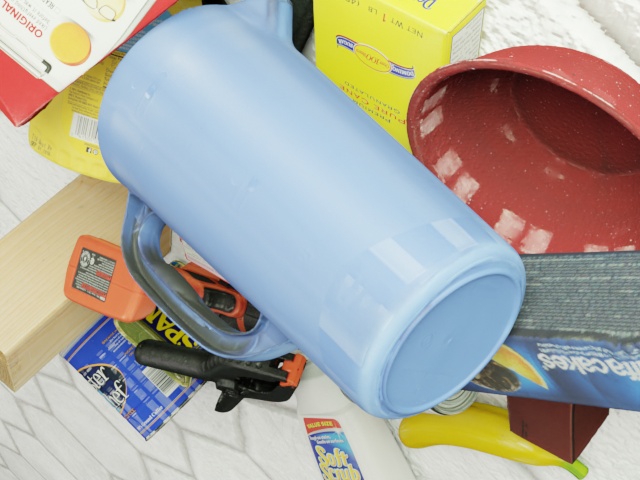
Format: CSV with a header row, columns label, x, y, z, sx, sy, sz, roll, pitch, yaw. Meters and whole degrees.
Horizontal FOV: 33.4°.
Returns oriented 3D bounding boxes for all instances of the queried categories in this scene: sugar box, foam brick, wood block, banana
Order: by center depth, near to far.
label,x,y,z,sx,sy,sz,roll,pitch,yaw
sugar box,0.043,-0.086,0.641,0.093,0.048,0.176,32,148,24
foam brick,0.162,0.102,0.727,0.053,0.051,0.078,26,146,33
banana,0.121,0.159,0.871,0.198,0.037,0.069,2,129,52
wood block,-0.243,0.029,0.998,0.091,0.205,0.090,37,151,14

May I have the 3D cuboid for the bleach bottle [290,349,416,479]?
label,x,y,z,sx,sy,sz,roll,pitch,yaw
bleach bottle,0.022,0.183,1.007,0.103,0.068,0.251,9,133,46

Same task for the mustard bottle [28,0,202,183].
label,x,y,z,sx,sy,sz,roll,pitch,yaw
mustard bottle,-0.127,-0.133,0.688,0.096,0.058,0.192,18,120,-1

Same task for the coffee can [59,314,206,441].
label,x,y,z,sx,sy,sz,roll,pitch,yaw
coffee can,-0.210,0.142,1.213,0.140,0.102,0.103,45,152,-1

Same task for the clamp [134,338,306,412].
label,x,y,z,sx,sy,sz,roll,pitch,yaw
clamp,-0.073,0.124,0.954,0.172,0.039,0.120,-1,153,39

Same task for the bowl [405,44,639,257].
label,x,y,z,sx,sy,sz,roll,pitch,yaw
bowl,0.127,-0.048,0.561,0.162,0.055,0.162,30,154,16

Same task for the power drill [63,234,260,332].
label,x,y,z,sx,sy,sz,roll,pitch,yaw
power drill,-0.106,0.049,0.903,0.185,0.057,0.187,14,178,42

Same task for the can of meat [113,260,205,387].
label,x,y,z,sx,sy,sz,roll,pitch,yaw
can of meat,-0.139,0.080,1.057,0.102,0.083,0.057,39,151,11

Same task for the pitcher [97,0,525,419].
label,x,y,z,sx,sy,sz,roll,pitch,yaw
pitcher,-0.013,-0.010,0.584,0.243,0.144,0.149,44,152,35
